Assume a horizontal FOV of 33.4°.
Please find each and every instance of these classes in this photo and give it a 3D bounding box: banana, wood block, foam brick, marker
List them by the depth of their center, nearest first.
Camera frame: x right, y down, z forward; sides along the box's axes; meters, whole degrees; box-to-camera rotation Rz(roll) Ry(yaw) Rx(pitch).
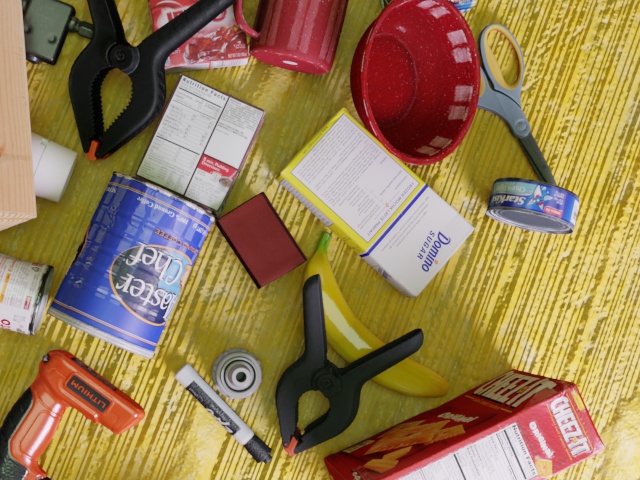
[{"bbox_3d":[-0.316,-0.115,0.933,0.090,0.090,0.206,6,74,-49],"label":"wood block"},{"bbox_3d":[-0.057,0.001,1.008,0.051,0.053,0.078,-33,90,-9],"label":"foam brick"},{"bbox_3d":[-0.090,0.165,1.008,0.020,0.020,0.121,-44,92,-8],"label":"marker"},{"bbox_3d":[0.041,0.087,1.023,0.069,0.037,0.198,-38,92,-6],"label":"banana"}]

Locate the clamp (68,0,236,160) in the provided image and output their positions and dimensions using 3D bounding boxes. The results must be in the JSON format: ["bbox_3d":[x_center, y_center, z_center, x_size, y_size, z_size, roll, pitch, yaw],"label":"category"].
[{"bbox_3d":[-0.168,-0.171,0.982,0.164,0.036,0.210,15,100,10],"label":"clamp"}]

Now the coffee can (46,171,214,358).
[{"bbox_3d":[-0.170,0.023,0.965,0.102,0.103,0.140,25,83,-6],"label":"coffee can"}]

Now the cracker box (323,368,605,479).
[{"bbox_3d":[0.121,0.192,0.963,0.213,0.164,0.072,-24,92,-9],"label":"cracker box"}]

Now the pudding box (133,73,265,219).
[{"bbox_3d":[-0.115,-0.089,1.013,0.090,0.039,0.113,24,81,-3],"label":"pudding box"}]

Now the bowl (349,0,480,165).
[{"bbox_3d":[0.080,-0.152,1.009,0.161,0.055,0.162,-6,99,-41],"label":"bowl"}]

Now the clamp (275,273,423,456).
[{"bbox_3d":[0.002,0.118,0.992,0.120,0.039,0.171,38,101,6],"label":"clamp"}]

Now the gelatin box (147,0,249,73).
[{"bbox_3d":[-0.117,-0.202,1.024,0.089,0.030,0.073,-8,87,-9],"label":"gelatin box"}]

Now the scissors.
[{"bbox_3d":[0.179,-0.116,1.067,0.096,0.016,0.202,-12,88,-7],"label":"scissors"}]

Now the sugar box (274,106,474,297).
[{"bbox_3d":[0.052,-0.035,1.029,0.176,0.048,0.093,43,80,-6],"label":"sugar box"}]

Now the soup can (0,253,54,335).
[{"bbox_3d":[-0.300,0.041,0.964,0.102,0.068,0.068,16,84,-7],"label":"soup can"}]

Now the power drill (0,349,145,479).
[{"bbox_3d":[-0.244,0.208,0.965,0.184,0.057,0.187,39,82,-4],"label":"power drill"}]

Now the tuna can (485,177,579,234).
[{"bbox_3d":[0.205,-0.033,1.029,0.086,0.086,0.034,15,83,-7],"label":"tuna can"}]

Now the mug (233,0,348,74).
[{"bbox_3d":[-0.030,-0.209,1.003,0.117,0.093,0.081,14,89,-35],"label":"mug"}]
